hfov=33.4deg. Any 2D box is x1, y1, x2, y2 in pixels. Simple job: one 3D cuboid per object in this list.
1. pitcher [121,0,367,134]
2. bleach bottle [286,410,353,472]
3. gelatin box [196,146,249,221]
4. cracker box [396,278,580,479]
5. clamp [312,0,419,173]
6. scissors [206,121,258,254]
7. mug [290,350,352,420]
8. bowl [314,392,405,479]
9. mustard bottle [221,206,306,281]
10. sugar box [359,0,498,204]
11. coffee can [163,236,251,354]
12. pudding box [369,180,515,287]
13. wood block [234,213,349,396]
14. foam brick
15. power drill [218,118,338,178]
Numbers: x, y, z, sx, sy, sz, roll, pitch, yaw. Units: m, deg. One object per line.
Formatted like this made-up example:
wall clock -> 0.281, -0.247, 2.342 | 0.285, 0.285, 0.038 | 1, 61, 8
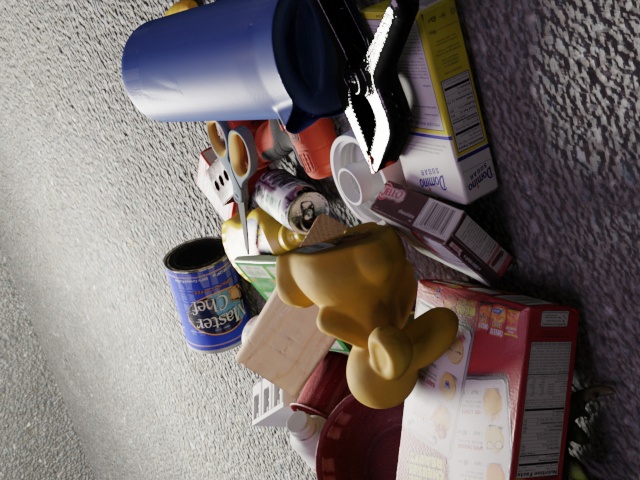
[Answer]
pitcher -> -0.080, -0.188, 1.052 | 0.243, 0.149, 0.145 | 1, 121, 42
bleach bottle -> 0.030, 0.278, 1.299 | 0.103, 0.068, 0.250 | 15, 154, 46
gelatin box -> -0.131, -0.073, 1.434 | 0.089, 0.030, 0.073 | 53, 154, 22
cracker box -> 0.151, 0.151, 0.979 | 0.164, 0.072, 0.214 | 12, 98, 59
clamp -> 0.045, -0.146, 0.915 | 0.165, 0.036, 0.210 | 37, 149, 53
scissors -> -0.106, -0.073, 1.271 | 0.096, 0.016, 0.202 | 48, 151, 24
mug -> 0.031, 0.194, 1.307 | 0.117, 0.081, 0.093 | 37, 159, -22
bowl -> 0.075, 0.242, 1.174 | 0.162, 0.162, 0.055 | 41, -173, 38
mustard bottle -> -0.059, 0.002, 1.337 | 0.096, 0.058, 0.192 | 64, 154, -5
sugar box -> 0.097, -0.124, 0.941 | 0.093, 0.048, 0.176 | 21, 136, 57
coffee can -> -0.162, 0.079, 1.551 | 0.103, 0.102, 0.140 | 27, 137, 51
pudding box -> 0.111, -0.007, 0.986 | 0.090, 0.039, 0.114 | 37, 176, -39
wood block -> -0.014, 0.077, 1.212 | 0.090, 0.090, 0.206 | 31, 139, 0
foam brick -> -0.104, -0.085, 1.348 | 0.053, 0.051, 0.078 | 62, 155, 4
power drill -> -0.058, -0.151, 1.190 | 0.188, 0.057, 0.184 | -2, 111, 63
